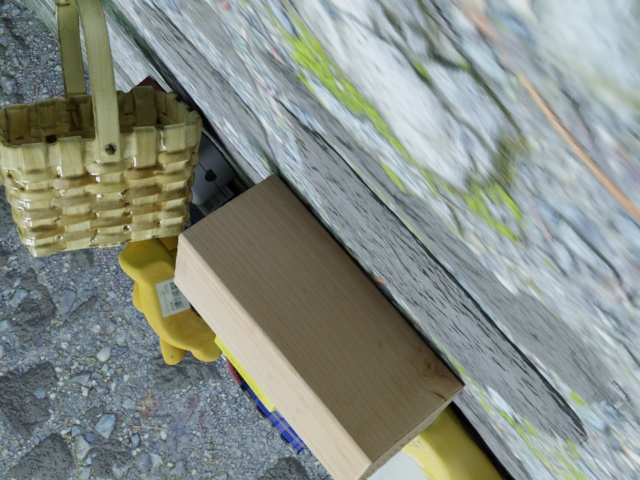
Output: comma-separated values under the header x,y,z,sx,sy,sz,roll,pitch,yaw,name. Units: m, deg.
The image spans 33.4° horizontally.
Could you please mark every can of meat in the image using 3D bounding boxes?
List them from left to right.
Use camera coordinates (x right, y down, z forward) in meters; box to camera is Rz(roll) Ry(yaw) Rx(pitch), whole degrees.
x,y,z,sx,sy,sz,roll,pitch,yaw,name
-0.116,-0.028,1.180,0.057,0.084,0.102,49,175,11,can of meat

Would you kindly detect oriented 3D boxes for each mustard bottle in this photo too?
x,y,z,sx,sy,sz,roll,pitch,yaw,name
0.132,0.214,0.943,0.191,0.058,0.096,52,168,-17,mustard bottle

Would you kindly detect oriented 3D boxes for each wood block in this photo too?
x,y,z,sx,sy,sz,roll,pitch,yaw,name
-0.007,0.066,0.771,0.206,0.090,0.090,49,155,14,wood block
